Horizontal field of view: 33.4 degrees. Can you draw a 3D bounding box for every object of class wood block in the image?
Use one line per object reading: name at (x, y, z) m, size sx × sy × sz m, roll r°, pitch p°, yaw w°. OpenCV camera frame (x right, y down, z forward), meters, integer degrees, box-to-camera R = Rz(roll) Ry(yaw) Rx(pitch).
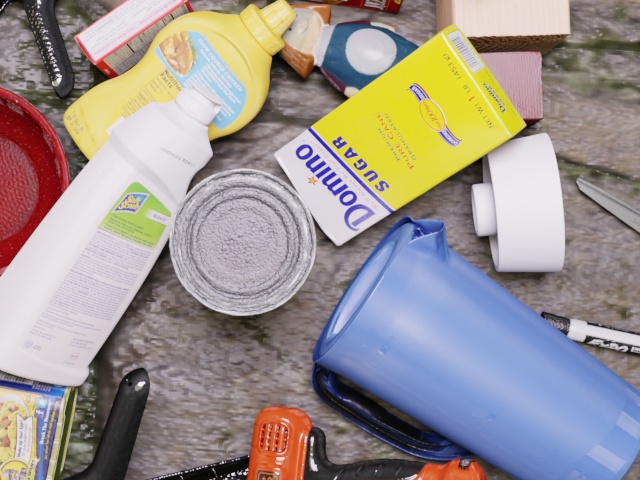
wood block at (0.136, -0.253, 0.833) m, size 0.091 × 0.090 × 0.206 m, roll -3°, pitch 90°, yaw -1°

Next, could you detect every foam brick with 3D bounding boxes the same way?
foam brick at (0.142, -0.116, 0.839) m, size 0.051 × 0.078 × 0.053 m, roll -1°, pitch 90°, yaw 0°

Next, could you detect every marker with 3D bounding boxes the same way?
marker at (0.233, 0.078, 0.870) m, size 0.121 × 0.020 × 0.020 m, roll 13°, pitch 90°, yaw -1°

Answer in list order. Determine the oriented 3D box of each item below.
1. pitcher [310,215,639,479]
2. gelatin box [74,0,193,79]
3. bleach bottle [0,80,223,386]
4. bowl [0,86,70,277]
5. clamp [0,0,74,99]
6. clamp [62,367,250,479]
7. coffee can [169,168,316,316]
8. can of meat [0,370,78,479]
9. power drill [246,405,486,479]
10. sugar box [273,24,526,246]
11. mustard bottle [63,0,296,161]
pitcher at (0.119, 0.106, 0.824) m, size 0.243 × 0.149 × 0.145 m, roll 34°, pitch 74°, yaw -4°
gelatin box at (-0.143, -0.167, 0.835) m, size 0.089 × 0.073 × 0.030 m, roll -36°, pitch 90°, yaw -1°
bleach bottle at (-0.153, -0.008, 0.798) m, size 0.251 × 0.102 × 0.068 m, roll -52°, pitch 54°, yaw 10°
bowl at (-0.273, -0.042, 0.841) m, size 0.162 × 0.055 × 0.162 m, roll 0°, pitch 90°, yaw -1°
clamp at (-0.233, -0.196, 0.850) m, size 0.120 × 0.039 × 0.171 m, roll 20°, pitch 90°, yaw -3°
clamp at (-0.163, 0.192, 0.817) m, size 0.210 × 0.036 × 0.164 m, roll -34°, pitch 129°, yaw 1°
coffee can at (-0.055, 0.001, 0.804) m, size 0.103 × 0.140 × 0.103 m, roll 0°, pitch 90°, yaw -1°
can of meat at (-0.244, 0.153, 0.843) m, size 0.084 × 0.057 × 0.102 m, roll 11°, pitch 91°, yaw -4°
power drill at (0.026, 0.224, 0.799) m, size 0.188 × 0.057 × 0.184 m, roll 4°, pitch 82°, yaw 15°
sugar box at (0.056, -0.076, 0.811) m, size 0.176 × 0.048 × 0.093 m, roll -34°, pitch 91°, yaw 31°
mustard bottle at (-0.098, -0.119, 0.823) m, size 0.192 × 0.058 × 0.096 m, roll -37°, pitch 101°, yaw 12°
